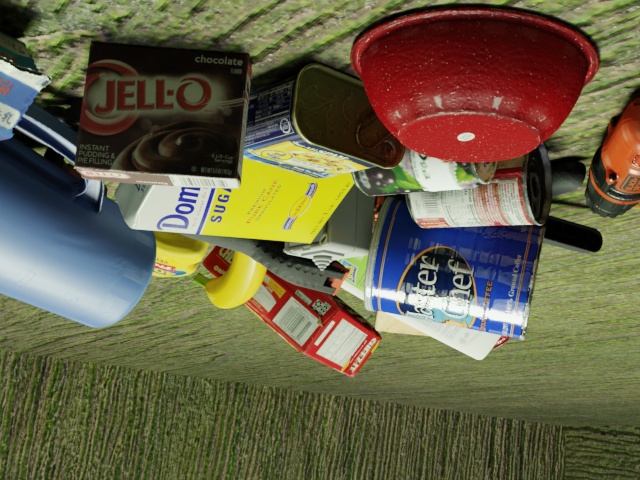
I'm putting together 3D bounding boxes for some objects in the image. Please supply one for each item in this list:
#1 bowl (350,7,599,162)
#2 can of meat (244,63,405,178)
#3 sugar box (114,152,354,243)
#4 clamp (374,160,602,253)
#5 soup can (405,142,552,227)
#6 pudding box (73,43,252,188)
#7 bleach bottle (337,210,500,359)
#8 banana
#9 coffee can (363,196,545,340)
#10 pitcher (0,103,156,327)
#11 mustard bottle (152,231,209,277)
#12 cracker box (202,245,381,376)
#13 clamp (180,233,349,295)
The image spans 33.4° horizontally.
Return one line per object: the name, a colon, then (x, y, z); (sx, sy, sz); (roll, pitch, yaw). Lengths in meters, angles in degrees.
bowl: (0.098, -0.091, 0.694); (0.162, 0.055, 0.162); (5, 165, 1)
can of meat: (-0.002, -0.082, 0.775); (0.101, 0.057, 0.084); (15, 165, -36)
sugar box: (-0.062, -0.046, 0.838); (0.175, 0.048, 0.093); (2, 136, -39)
clamp: (0.155, -0.026, 0.981); (0.210, 0.036, 0.164); (-1, 156, 27)
soup can: (0.127, -0.044, 0.859); (0.102, 0.068, 0.068); (-2, 165, 29)
pudding box: (-0.107, -0.084, 0.732); (0.113, 0.090, 0.039); (5, 168, -1)
bleach bottle: (0.071, 0.017, 1.043); (0.251, 0.103, 0.068); (28, -159, -3)
banana: (-0.085, 0.020, 1.101); (0.069, 0.037, 0.198); (42, 141, 5)
coffee can: (0.117, 0.024, 0.932); (0.140, 0.103, 0.102); (11, 168, 12)
pitcher: (-0.249, -0.023, 0.883); (0.149, 0.145, 0.242); (9, 163, 47)
mustard bottle: (-0.177, 0.002, 1.186); (0.096, 0.058, 0.192); (24, 165, -7)
cracker box: (-0.027, 0.073, 1.255); (0.164, 0.072, 0.213); (39, 180, 21)
clamp: (-0.056, 0.001, 0.973); (0.171, 0.039, 0.120); (29, -155, 4)
